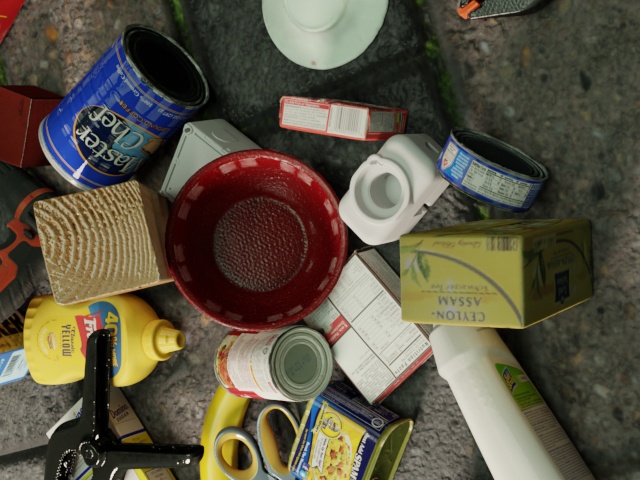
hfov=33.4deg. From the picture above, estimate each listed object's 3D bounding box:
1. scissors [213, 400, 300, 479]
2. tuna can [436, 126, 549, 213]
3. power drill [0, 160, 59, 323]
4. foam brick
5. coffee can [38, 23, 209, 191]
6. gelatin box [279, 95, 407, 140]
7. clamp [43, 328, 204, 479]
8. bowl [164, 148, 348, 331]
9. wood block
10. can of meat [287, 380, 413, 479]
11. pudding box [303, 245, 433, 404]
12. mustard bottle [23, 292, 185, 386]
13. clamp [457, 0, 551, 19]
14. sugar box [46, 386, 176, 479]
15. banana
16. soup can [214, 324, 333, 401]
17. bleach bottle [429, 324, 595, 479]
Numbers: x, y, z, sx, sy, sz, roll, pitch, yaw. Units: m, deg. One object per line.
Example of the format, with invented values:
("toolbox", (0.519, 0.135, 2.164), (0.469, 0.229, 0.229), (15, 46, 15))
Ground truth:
("scissors", (-0.047, 0.256, 1.025), (0.096, 0.016, 0.202), (-7, 93, 2))
("tuna can", (0.137, -0.057, 0.857), (0.086, 0.086, 0.034), (34, 113, 23))
("power drill", (-0.338, 0.017, 1.106), (0.185, 0.057, 0.187), (39, 69, 22))
("foam brick", (-0.313, -0.122, 1.137), (0.053, 0.051, 0.078), (22, 107, 26))
("coffee can", (-0.191, -0.125, 1.034), (0.140, 0.102, 0.103), (-40, 75, 28))
("gelatin box", (0.020, -0.107, 0.928), (0.089, 0.073, 0.030), (13, 101, 30))
("clamp", (-0.225, 0.198, 1.076), (0.210, 0.036, 0.164), (-40, 80, 30))
("bowl", (-0.056, 0.001, 0.962), (0.162, 0.055, 0.162), (0, 85, 0))
("wood block", (-0.188, 0.004, 0.978), (0.091, 0.206, 0.090), (-13, 89, -3))
("can of meat", (0.025, 0.189, 0.970), (0.084, 0.057, 0.102), (28, 109, 27))
("pudding box", (0.046, 0.076, 0.954), (0.113, 0.039, 0.090), (50, 117, 15))
("mustard bottle", (-0.220, 0.102, 1.104), (0.192, 0.058, 0.096), (-3, 87, 30))
("clamp", (0.182, -0.229, 0.838), (0.120, 0.039, 0.172), (50, 123, 21))
("sugar box", (-0.209, 0.247, 1.122), (0.093, 0.048, 0.176), (-43, 70, 27))
("banana", (-0.086, 0.215, 1.054), (0.069, 0.037, 0.198), (-5, 96, 8))
("soup can", (-0.043, 0.111, 0.973), (0.102, 0.068, 0.068), (-8, 92, 56))
("bleach bottle", (0.160, 0.152, 0.872), (0.068, 0.102, 0.251), (-35, 72, 21))
